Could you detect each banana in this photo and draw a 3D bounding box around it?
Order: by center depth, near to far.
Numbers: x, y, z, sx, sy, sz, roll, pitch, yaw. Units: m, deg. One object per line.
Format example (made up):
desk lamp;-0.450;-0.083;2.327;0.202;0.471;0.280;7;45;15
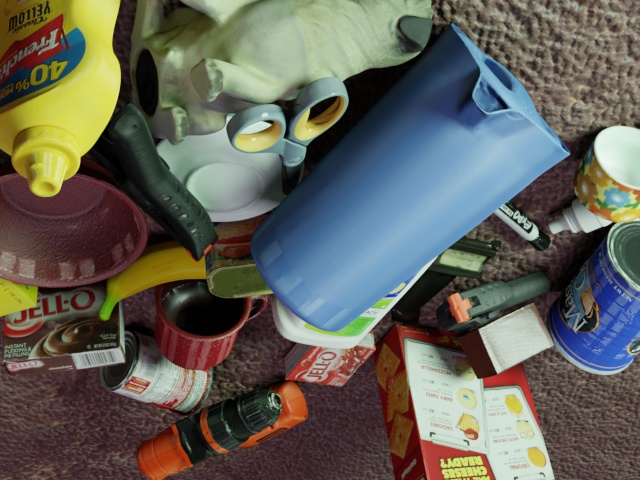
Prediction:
banana;-0.115;0.031;1.005;0.197;0.069;0.037;-7;167;-17

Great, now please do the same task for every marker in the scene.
marker;0.190;-0.020;1.036;0.020;0.020;0.121;-29;139;26

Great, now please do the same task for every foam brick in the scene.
foam brick;0.196;0.107;1.132;0.078;0.051;0.053;-23;174;-21

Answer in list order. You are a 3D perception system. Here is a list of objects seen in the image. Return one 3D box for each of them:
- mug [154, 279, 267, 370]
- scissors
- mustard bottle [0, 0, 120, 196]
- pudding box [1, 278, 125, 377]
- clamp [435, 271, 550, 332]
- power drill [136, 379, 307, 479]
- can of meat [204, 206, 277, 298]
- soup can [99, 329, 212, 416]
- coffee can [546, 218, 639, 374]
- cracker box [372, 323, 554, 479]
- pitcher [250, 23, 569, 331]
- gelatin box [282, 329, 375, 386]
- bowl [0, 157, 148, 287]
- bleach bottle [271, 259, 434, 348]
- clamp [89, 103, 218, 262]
mug;-0.109;0.072;1.050;0.117;0.093;0.082;-15;153;-22
scissors;-0.037;-0.064;0.795;0.096;0.016;0.202;-14;164;-23
mustard bottle;-0.176;-0.107;0.695;0.096;0.191;0.058;-20;143;15
pudding box;-0.245;0.079;1.024;0.113;0.090;0.039;-5;146;-6
clamp;0.172;0.061;1.081;0.120;0.039;0.171;-32;170;11
power drill;-0.089;0.200;1.181;0.185;0.057;0.187;-26;169;24
can of meat;-0.056;0.001;0.960;0.102;0.084;0.057;-7;144;-1
soup can;-0.176;0.142;1.142;0.069;0.068;0.102;-34;136;31
coffee can;0.309;0.059;1.096;0.102;0.103;0.140;4;142;-16
cracker box;0.156;0.206;1.171;0.164;0.214;0.072;10;140;-23
pitcher;0.066;-0.042;0.846;0.243;0.145;0.149;-42;132;16
gelatin box;0.009;0.129;1.192;0.073;0.030;0.089;11;140;-25
bowl;-0.228;-0.026;0.911;0.162;0.055;0.162;-5;144;-4
bleach bottle;0.055;0.009;1.014;0.102;0.068;0.251;13;137;-28
clamp;-0.145;-0.058;0.815;0.036;0.165;0.210;-48;142;-12
